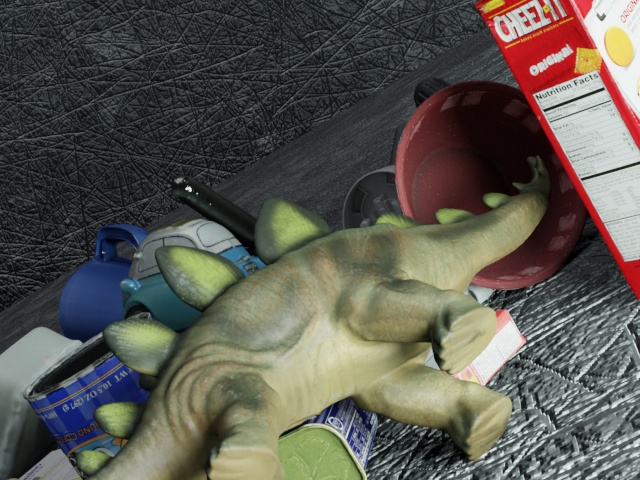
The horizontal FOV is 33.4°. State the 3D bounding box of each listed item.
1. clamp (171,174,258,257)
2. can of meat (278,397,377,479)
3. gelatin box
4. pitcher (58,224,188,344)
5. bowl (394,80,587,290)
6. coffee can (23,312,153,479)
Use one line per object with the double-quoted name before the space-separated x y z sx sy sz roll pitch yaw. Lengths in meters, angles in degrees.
"clamp" -0.057 0.001 1.075 0.164 0.210 0.036 85 -157 -64
"can of meat" -0.016 0.136 0.671 0.102 0.057 0.084 -29 9 17
"gelatin box" 0.082 0.082 0.715 0.073 0.030 0.089 -39 12 -30
"pitcher" -0.201 0.075 1.221 0.145 0.149 0.243 -56 26 -19
"bowl" 0.122 -0.038 0.819 0.162 0.162 0.055 -36 2 -23
"coffee can" -0.125 0.136 0.746 0.103 0.140 0.103 -30 10 6
